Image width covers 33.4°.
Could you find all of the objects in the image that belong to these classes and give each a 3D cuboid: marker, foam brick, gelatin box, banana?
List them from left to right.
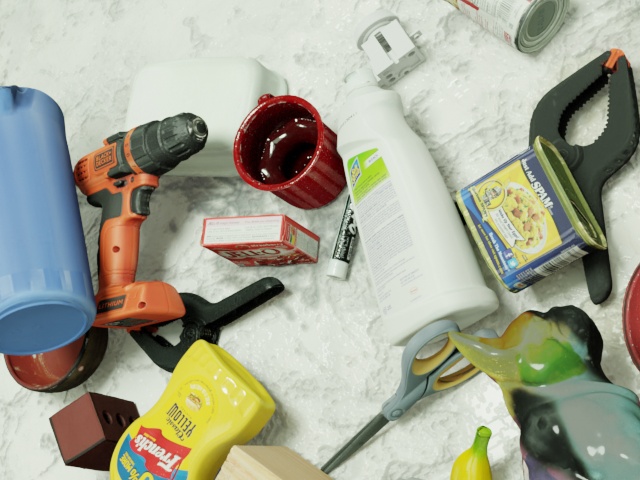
[{"bbox_3d":[-0.209,0.183,1.013,0.051,0.078,0.053,-33,64,13],"label":"foam brick"},{"bbox_3d":[-0.057,0.001,0.997,0.089,0.073,0.030,-3,72,26],"label":"gelatin box"},{"bbox_3d":[0.029,-0.023,0.994,0.020,0.020,0.121,9,78,29],"label":"marker"},{"bbox_3d":[0.138,0.248,0.828,0.037,0.070,0.198,-13,72,-14],"label":"banana"}]

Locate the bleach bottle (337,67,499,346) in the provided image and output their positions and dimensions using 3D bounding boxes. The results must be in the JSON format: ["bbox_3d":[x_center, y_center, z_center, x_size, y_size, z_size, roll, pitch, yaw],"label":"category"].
[{"bbox_3d":[0.070,-0.040,0.929,0.103,0.067,0.251,-37,61,47],"label":"bleach bottle"}]

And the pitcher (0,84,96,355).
[{"bbox_3d":[-0.288,-0.012,1.012,0.145,0.149,0.243,-30,59,15],"label":"pitcher"}]

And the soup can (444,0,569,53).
[{"bbox_3d":[0.164,-0.222,0.962,0.068,0.068,0.102,-50,60,4],"label":"soup can"}]

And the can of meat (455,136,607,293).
[{"bbox_3d":[0.169,-0.019,0.865,0.084,0.057,0.102,-33,66,23],"label":"can of meat"}]

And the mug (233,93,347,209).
[{"bbox_3d":[-0.027,-0.088,1.006,0.093,0.081,0.117,-34,62,13],"label":"mug"}]

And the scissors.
[{"bbox_3d":[0.059,0.129,0.892,0.202,0.096,0.016,-35,48,9],"label":"scissors"}]

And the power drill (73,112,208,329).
[{"bbox_3d":[-0.167,-0.017,1.007,0.185,0.057,0.187,-18,69,44],"label":"power drill"}]

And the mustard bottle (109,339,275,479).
[{"bbox_3d":[-0.131,0.188,0.942,0.096,0.058,0.191,41,95,31],"label":"mustard bottle"}]

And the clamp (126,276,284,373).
[{"bbox_3d":[-0.107,0.081,1.017,0.172,0.039,0.120,13,79,30],"label":"clamp"}]

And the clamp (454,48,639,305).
[{"bbox_3d":[0.215,-0.059,0.901,0.165,0.036,0.210,35,95,29],"label":"clamp"}]
